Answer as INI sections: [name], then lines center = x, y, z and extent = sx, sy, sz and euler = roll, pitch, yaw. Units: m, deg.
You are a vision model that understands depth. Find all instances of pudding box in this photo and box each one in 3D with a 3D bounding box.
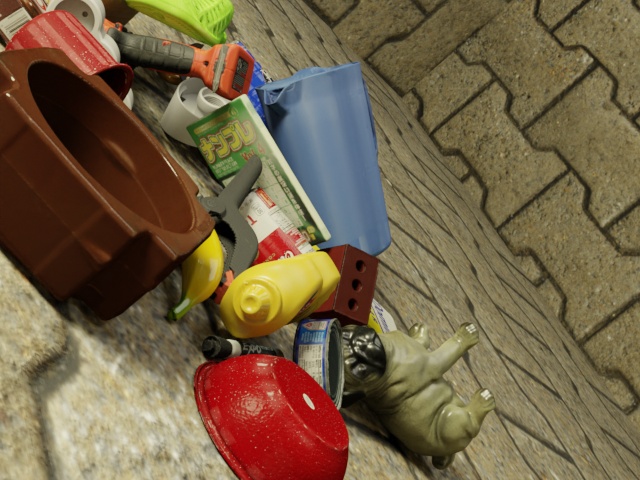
[pudding box]
center = -0.299, -0.235, 1.025
extent = 0.113, 0.039, 0.090
euler = 58, 8, -27

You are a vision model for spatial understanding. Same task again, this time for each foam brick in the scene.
[foam brick]
center = 0.023, 0.050, 1.149
extent = 0.052, 0.051, 0.078
euler = 26, 66, -37

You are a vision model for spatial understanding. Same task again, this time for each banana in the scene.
[banana]
center = -0.132, -0.013, 0.943
extent = 0.069, 0.037, 0.198
euler = -6, 45, -31

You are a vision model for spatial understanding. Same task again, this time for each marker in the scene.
[marker]
center = -0.067, 0.098, 0.935
extent = 0.020, 0.020, 0.121
euler = 56, 14, 24

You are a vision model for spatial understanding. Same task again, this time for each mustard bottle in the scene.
[mustard bottle]
center = -0.041, 0.049, 0.953
extent = 0.058, 0.096, 0.191
euler = 60, 9, 4

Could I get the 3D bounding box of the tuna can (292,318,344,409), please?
[tuna can]
center = -0.001, 0.115, 0.980
extent = 0.086, 0.034, 0.086
euler = -1, 90, -79

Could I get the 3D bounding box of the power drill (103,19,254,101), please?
[power drill]
center = -0.171, -0.196, 1.161
extent = 0.188, 0.057, 0.184
euler = 13, 4, 6

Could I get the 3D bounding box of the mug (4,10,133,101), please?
[mug]
center = -0.236, -0.145, 0.947
extent = 0.081, 0.093, 0.117
euler = 47, 49, 11

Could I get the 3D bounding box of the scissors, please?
[scissors]
center = -0.190, -0.233, 1.288
extent = 0.096, 0.016, 0.202
euler = 34, -12, -6

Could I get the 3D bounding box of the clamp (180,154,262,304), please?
[clamp]
center = -0.121, -0.029, 1.025
extent = 0.164, 0.036, 0.210
euler = 13, 41, -24

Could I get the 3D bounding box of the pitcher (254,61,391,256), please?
[pitcher]
center = 0.017, -0.098, 1.336
extent = 0.145, 0.149, 0.243
euler = -137, -148, -77

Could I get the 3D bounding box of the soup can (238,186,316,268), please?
[soup can]
center = -0.057, 0.001, 1.130
extent = 0.102, 0.068, 0.068
euler = 50, 13, 3

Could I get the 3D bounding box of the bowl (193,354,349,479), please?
[bowl]
center = -0.027, 0.146, 0.857
extent = 0.162, 0.055, 0.162
euler = 45, 14, -15
